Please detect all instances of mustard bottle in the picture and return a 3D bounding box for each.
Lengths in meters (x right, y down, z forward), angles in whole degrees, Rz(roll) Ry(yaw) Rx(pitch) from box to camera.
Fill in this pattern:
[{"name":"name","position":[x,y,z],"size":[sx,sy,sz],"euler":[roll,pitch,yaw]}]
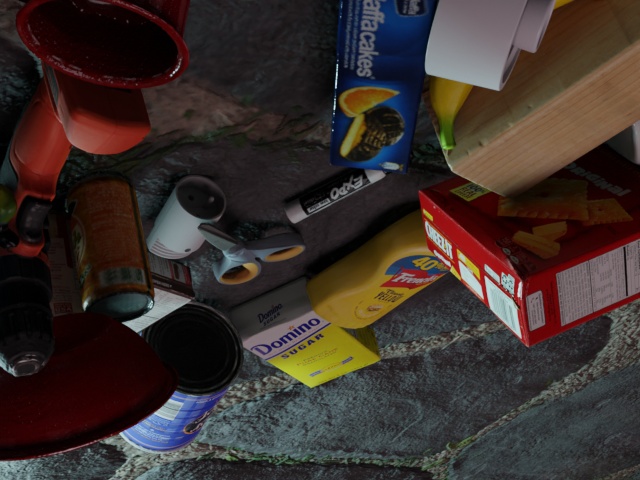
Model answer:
[{"name":"mustard bottle","position":[0.082,0.017,1.012],"size":[0.192,0.058,0.096],"euler":[-36,147,32]}]

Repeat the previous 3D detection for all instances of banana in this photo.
[{"name":"banana","position":[0.139,-0.151,0.737],"size":[0.198,0.069,0.037],"euler":[-43,173,27]}]

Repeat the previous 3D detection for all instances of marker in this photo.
[{"name":"marker","position":[0.025,-0.048,0.907],"size":[0.121,0.020,0.020],"euler":[-26,150,19]}]

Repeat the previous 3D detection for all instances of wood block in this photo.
[{"name":"wood block","position":[0.185,-0.127,0.774],"size":[0.206,0.091,0.090],"euler":[-34,147,30]}]

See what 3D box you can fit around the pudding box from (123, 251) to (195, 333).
[{"name":"pudding box","position":[-0.184,0.052,0.960],"size":[0.114,0.039,0.089],"euler":[-29,149,27]}]

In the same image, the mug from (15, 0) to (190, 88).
[{"name":"mug","position":[-0.123,-0.144,0.581],"size":[0.117,0.081,0.093],"euler":[14,158,-17]}]

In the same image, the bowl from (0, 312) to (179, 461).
[{"name":"bowl","position":[-0.184,0.092,0.746],"size":[0.162,0.055,0.162],"euler":[-10,-165,3]}]

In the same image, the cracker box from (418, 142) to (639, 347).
[{"name":"cracker box","position":[0.212,-0.020,0.862],"size":[0.213,0.164,0.072],"euler":[-22,124,-12]}]

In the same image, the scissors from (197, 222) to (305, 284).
[{"name":"scissors","position":[-0.056,0.001,0.914],"size":[0.096,0.016,0.202],"euler":[-20,166,-9]}]

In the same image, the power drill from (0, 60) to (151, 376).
[{"name":"power drill","position":[-0.177,-0.032,0.683],"size":[0.057,0.184,0.188],"euler":[10,133,-38]}]

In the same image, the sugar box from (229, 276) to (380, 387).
[{"name":"sugar box","position":[-0.013,0.101,1.127],"size":[0.093,0.048,0.176],"euler":[-25,151,16]}]

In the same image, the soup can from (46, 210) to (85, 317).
[{"name":"soup can","position":[-0.214,0.036,0.849],"size":[0.068,0.102,0.068],"euler":[-13,152,-7]}]

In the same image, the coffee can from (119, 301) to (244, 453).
[{"name":"coffee can","position":[-0.146,0.138,1.065],"size":[0.102,0.103,0.140],"euler":[-1,148,-26]}]
